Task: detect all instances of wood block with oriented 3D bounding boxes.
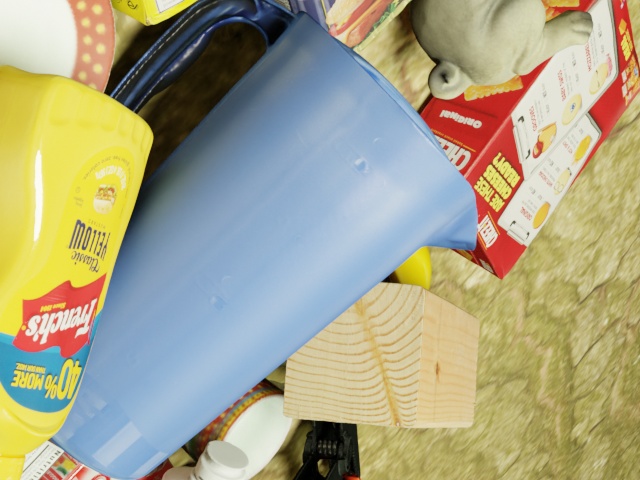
[{"bbox_3d":[0.052,0.086,0.764,0.206,0.090,0.091,29,64,-70],"label":"wood block"}]

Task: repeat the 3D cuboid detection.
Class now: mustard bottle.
[{"bbox_3d":[-0.131,0.028,0.466,0.096,0.058,0.191,35,69,-72],"label":"mustard bottle"}]

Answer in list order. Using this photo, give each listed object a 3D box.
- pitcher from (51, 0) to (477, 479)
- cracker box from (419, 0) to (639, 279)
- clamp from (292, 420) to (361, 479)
[{"bbox_3d":[-0.054,0.001,0.556,0.243,0.149,0.144,-43,143,5],"label":"pitcher"},{"bbox_3d":[0.161,-0.098,0.842,0.213,0.072,0.164,-52,147,-8],"label":"cracker box"},{"bbox_3d":[0.006,0.156,0.847,0.210,0.036,0.164,63,34,-67],"label":"clamp"}]
